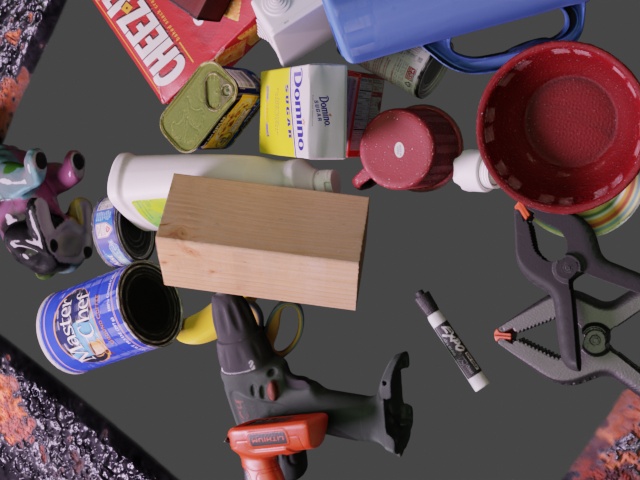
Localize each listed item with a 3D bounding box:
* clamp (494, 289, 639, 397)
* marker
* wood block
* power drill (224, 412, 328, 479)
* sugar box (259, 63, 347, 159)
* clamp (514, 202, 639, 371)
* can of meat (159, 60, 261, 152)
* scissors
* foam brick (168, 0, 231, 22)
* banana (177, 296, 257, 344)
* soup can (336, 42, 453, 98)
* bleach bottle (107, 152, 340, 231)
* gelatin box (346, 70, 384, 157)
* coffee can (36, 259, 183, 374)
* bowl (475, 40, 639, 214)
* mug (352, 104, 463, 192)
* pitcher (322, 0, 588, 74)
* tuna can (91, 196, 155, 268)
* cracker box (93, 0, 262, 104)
[{"bbox_3d":[0.279,0.087,1.049,0.210,0.036,0.164,8,92,24],"label":"clamp"},{"bbox_3d":[0.137,0.104,1.124,0.020,0.020,0.121,-38,79,22],"label":"marker"},{"bbox_3d":[-0.057,0.002,1.113,0.206,0.090,0.090,7,55,4],"label":"wood block"},{"bbox_3d":[-0.019,0.274,1.092,0.185,0.057,0.187,-9,87,24],"label":"power drill"},{"bbox_3d":[-0.021,-0.132,1.097,0.048,0.176,0.093,-1,96,-16],"label":"sugar box"},{"bbox_3d":[0.239,0.038,1.033,0.120,0.039,0.171,-46,68,7],"label":"clamp"},{"bbox_3d":[-0.115,-0.146,1.177,0.057,0.083,0.102,46,111,14],"label":"can of meat"},{"bbox_3d":[-0.083,0.149,1.213,0.096,0.016,0.202,23,106,-7],"label":"scissors"},{"bbox_3d":[-0.134,-0.270,1.112,0.078,0.052,0.051,36,110,15],"label":"foam brick"},{"bbox_3d":[-0.109,0.062,1.220,0.198,0.037,0.070,-42,79,22],"label":"banana"},{"bbox_3d":[0.077,-0.198,1.095,0.102,0.068,0.068,33,107,18],"label":"soup can"},{"bbox_3d":[-0.102,-0.059,1.172,0.251,0.102,0.068,-3,61,24],"label":"bleach bottle"},{"bbox_3d":[0.036,-0.132,1.117,0.030,0.073,0.089,12,100,22],"label":"gelatin box"},{"bbox_3d":[-0.244,0.090,1.237,0.141,0.102,0.103,-20,87,33],"label":"coffee can"},{"bbox_3d":[0.232,-0.109,1.010,0.162,0.055,0.162,6,106,22],"label":"bowl"},{"bbox_3d":[0.081,-0.088,1.096,0.117,0.081,0.093,-32,82,23],"label":"mug"},{"bbox_3d":[0.126,-0.242,1.003,0.243,0.145,0.149,-17,62,8],"label":"pitcher"},{"bbox_3d":[-0.227,-0.012,1.240,0.034,0.086,0.086,-10,91,23],"label":"tuna can"},{"bbox_3d":[-0.132,-0.278,1.179,0.214,0.072,0.164,-39,79,23],"label":"cracker box"}]
